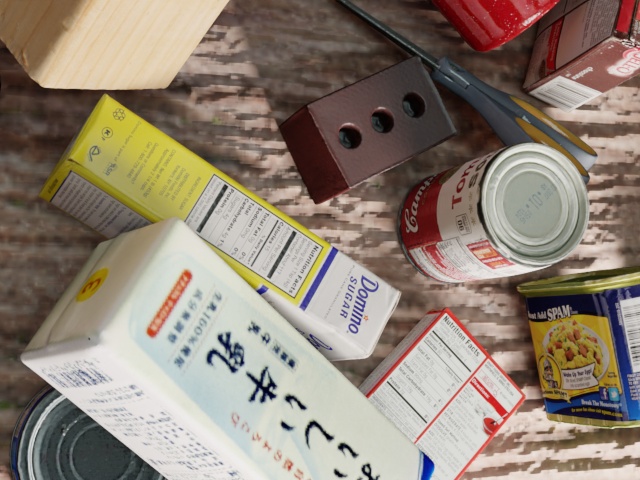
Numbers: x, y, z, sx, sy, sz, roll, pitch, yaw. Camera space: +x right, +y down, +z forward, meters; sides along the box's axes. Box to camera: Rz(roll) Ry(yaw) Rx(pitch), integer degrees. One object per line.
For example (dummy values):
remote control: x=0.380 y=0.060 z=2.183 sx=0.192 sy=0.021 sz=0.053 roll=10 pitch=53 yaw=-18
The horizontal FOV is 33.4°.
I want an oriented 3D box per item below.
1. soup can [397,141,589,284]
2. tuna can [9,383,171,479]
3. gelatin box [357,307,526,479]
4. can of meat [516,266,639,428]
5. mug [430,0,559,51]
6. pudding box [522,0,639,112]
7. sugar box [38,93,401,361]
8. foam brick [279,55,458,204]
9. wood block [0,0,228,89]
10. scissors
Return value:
soup can: x=0.094 y=-0.013 z=0.598 sx=0.068 sy=0.102 sz=0.068 roll=3 pitch=82 yaw=-20
tuna can: x=-0.113 y=0.108 z=0.544 sx=0.086 sy=0.034 sz=0.086 roll=3 pitch=82 yaw=-20
gelatin box: x=0.064 y=0.094 z=0.613 sx=0.073 sy=0.030 sz=0.089 roll=47 pitch=71 yaw=-7
can of meat: x=0.164 y=0.060 z=0.616 sx=0.057 sy=0.102 sz=0.084 roll=-10 pitch=89 yaw=-21
mug: x=0.102 y=-0.173 z=0.637 sx=0.081 sy=0.093 sz=0.117 roll=47 pitch=34 yaw=-14
pudding box: x=0.168 y=-0.136 z=0.635 sx=0.039 sy=0.114 sz=0.090 roll=19 pitch=77 yaw=-14
sugar box: x=-0.054 y=0.000 z=0.548 sx=0.176 sy=0.093 sz=0.048 roll=32 pitch=72 yaw=-15
foam brick: x=0.026 y=-0.063 z=0.607 sx=0.078 sy=0.051 sz=0.053 roll=-28 pitch=93 yaw=-21
wood block: x=-0.065 y=-0.171 z=0.461 sx=0.091 sy=0.206 sz=0.090 roll=50 pitch=29 yaw=16
scissors: x=0.084 y=-0.086 z=0.622 sx=0.201 sy=0.096 sz=0.016 roll=27 pitch=115 yaw=-17
